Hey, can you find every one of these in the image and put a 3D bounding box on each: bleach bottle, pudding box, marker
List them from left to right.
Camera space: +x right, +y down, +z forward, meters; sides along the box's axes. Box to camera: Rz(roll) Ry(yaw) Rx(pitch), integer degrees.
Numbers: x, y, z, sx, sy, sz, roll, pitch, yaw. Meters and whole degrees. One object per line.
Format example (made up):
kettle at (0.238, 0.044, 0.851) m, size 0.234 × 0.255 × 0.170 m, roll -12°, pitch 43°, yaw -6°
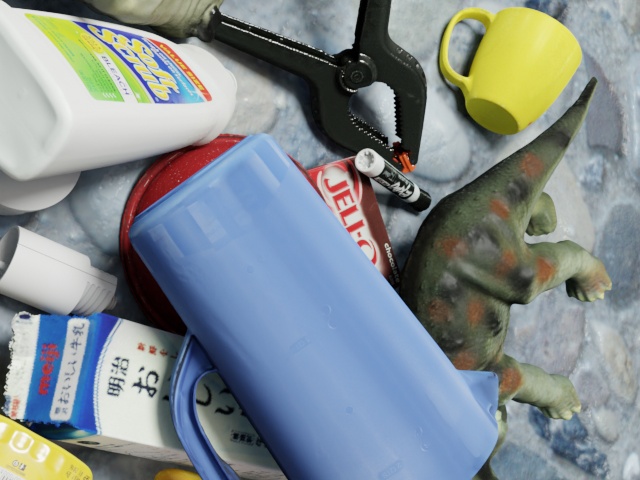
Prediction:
bleach bottle at (-0.127, -0.100, 0.685) m, size 0.102 × 0.068 × 0.250 m, roll 51°, pitch 24°, yaw 6°
pudding box at (0.008, -0.003, 0.833) m, size 0.089 × 0.039 × 0.113 m, roll -20°, pitch 95°, yaw -40°
marker at (0.062, -0.047, 0.867) m, size 0.121 × 0.020 × 0.020 m, roll 28°, pitch 63°, yaw -59°

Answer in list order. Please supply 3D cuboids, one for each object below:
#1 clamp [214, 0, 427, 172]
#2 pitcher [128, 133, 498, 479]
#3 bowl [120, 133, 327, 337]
clamp at (0.014, -0.134, 0.834) m, size 0.036 × 0.164 × 0.210 m, roll -103°, pitch 169°, yaw -57°
pitcher at (-0.016, 0.065, 0.660) m, size 0.243 × 0.145 × 0.149 m, roll 54°, pitch 37°, yaw -7°
bowl at (-0.055, 0.001, 0.745) m, size 0.161 × 0.055 × 0.162 m, roll 2°, pitch 84°, yaw -21°
